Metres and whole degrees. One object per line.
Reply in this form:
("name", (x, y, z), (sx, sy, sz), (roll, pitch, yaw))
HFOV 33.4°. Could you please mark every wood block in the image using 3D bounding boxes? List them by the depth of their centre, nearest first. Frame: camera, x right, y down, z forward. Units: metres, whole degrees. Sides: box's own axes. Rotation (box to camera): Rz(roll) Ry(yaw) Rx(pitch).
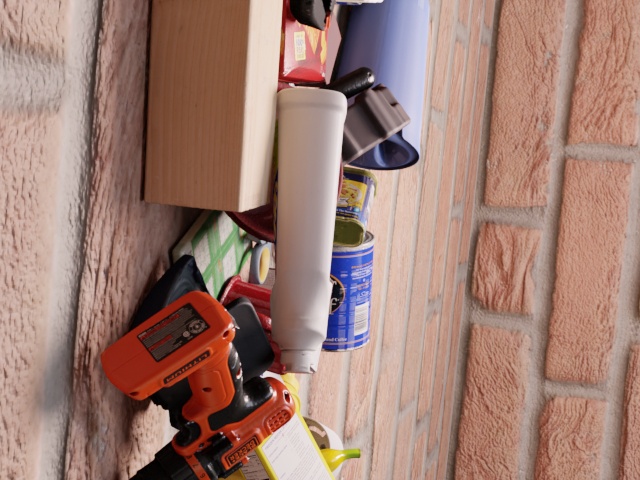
("wood block", (-0.091, -0.134, 0.923), (0.090, 0.091, 0.206), (-26, 121, -73))

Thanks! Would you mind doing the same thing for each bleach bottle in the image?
("bleach bottle", (-0.016, -0.005, 0.978), (0.102, 0.068, 0.251), (116, -23, -79))

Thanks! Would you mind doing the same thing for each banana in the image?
("banana", (-0.037, 0.306, 1.266), (0.198, 0.069, 0.037), (-46, -150, 22))

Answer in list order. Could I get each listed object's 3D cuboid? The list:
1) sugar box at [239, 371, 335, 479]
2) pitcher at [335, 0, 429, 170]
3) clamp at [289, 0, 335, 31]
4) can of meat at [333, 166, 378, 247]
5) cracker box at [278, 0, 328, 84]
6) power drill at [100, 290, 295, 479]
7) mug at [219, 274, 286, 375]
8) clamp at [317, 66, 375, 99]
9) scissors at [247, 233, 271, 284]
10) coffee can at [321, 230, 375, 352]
("sugar box", (-0.053, 0.218, 1.145), (0.176, 0.048, 0.093), (62, 34, -10))
("pitcher", (0.079, -0.223, 1.470), (0.144, 0.149, 0.243), (37, 57, -56))
("clamp", (-0.004, -0.257, 0.952), (0.210, 0.036, 0.164), (99, 15, -53))
("can of meat", (0.014, -0.044, 1.311), (0.057, 0.102, 0.084), (92, 10, -51))
("cracker box", (-0.036, -0.272, 1.103), (0.164, 0.072, 0.214), (-19, 114, -74))
("power drill", (-0.116, 0.142, 0.889), (0.184, 0.057, 0.187), (-36, 142, -17))
("mug", (-0.063, 0.087, 1.097), (0.117, 0.081, 0.093), (74, 34, -73))
("clamp", (-0.015, -0.144, 1.161), (0.039, 0.120, 0.171), (56, 35, -1))
("scissors", (-0.058, 0.001, 1.211), (0.201, 0.016, 0.096), (14, 81, -82))
("coffee can", (0.016, 0.060, 1.373), (0.102, 0.103, 0.140), (-43, 137, -67))
